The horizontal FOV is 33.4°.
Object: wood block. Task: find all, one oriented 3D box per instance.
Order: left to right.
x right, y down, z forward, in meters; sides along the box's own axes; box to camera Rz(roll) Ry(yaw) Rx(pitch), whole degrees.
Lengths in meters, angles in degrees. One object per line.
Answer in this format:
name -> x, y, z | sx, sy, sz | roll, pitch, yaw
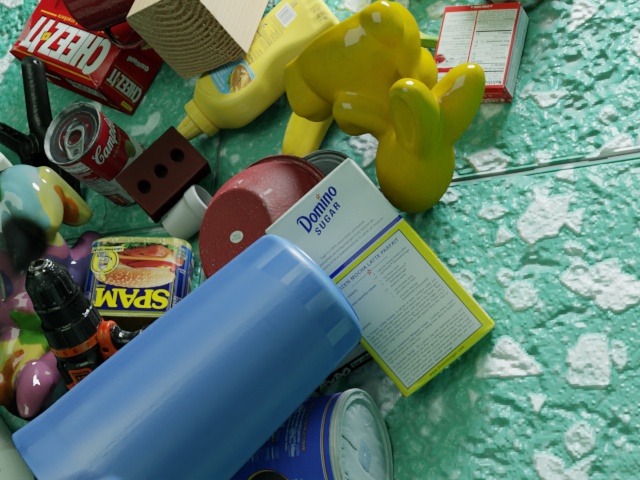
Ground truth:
wood block -> -0.103, -0.274, 1.068 | 0.090, 0.090, 0.206 | -14, 45, 37

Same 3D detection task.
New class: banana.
banana -> 0.024, -0.143, 1.004 | 0.198, 0.037, 0.070 | -43, 53, 5

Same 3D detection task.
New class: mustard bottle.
mustard bottle -> -0.065, -0.166, 1.051 | 0.192, 0.058, 0.096 | -39, 40, 8

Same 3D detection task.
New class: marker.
marker -> 0.008, 0.112, 0.902 | 0.121, 0.020, 0.020 | -33, 55, 12

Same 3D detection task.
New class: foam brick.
foam brick -> -0.153, -0.064, 1.042 | 0.078, 0.051, 0.053 | -45, 87, -5

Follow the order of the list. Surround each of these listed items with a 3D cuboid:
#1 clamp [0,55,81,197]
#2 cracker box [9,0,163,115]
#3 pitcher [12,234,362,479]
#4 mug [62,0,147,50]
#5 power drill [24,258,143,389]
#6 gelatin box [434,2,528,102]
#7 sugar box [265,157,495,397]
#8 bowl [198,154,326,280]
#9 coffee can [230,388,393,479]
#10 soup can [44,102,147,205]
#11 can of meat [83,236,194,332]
clamp -> -0.300, -0.111, 1.148 | 0.171, 0.039, 0.120 | 49, 130, 24
cracker box -> -0.228, -0.265, 1.186 | 0.164, 0.072, 0.213 | 24, 81, 36
pitcher -> -0.092, 0.110, 0.782 | 0.242, 0.145, 0.149 | -42, 54, -12
mug -> -0.206, -0.250, 1.082 | 0.082, 0.093, 0.117 | -15, 102, 24
power drill -> -0.146, 0.083, 0.919 | 0.188, 0.184, 0.057 | -8, 34, 21
gelatin box -> 0.141, -0.166, 0.953 | 0.073, 0.030, 0.089 | 3, 71, 30
sugar box -> 0.048, 0.029, 0.856 | 0.093, 0.048, 0.176 | -40, 82, 6
bowl -> -0.056, 0.001, 0.937 | 0.162, 0.055, 0.162 | -5, 83, 39
coffee can -> -0.026, 0.178, 0.838 | 0.140, 0.102, 0.103 | -13, 61, 24
soup can -> -0.219, -0.085, 1.075 | 0.069, 0.102, 0.068 | -13, 61, 24
can of meat -> -0.170, 0.045, 0.999 | 0.102, 0.057, 0.084 | 1, 62, 3
